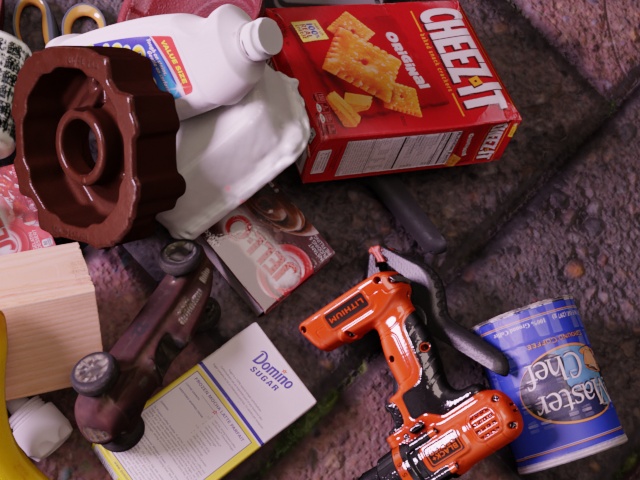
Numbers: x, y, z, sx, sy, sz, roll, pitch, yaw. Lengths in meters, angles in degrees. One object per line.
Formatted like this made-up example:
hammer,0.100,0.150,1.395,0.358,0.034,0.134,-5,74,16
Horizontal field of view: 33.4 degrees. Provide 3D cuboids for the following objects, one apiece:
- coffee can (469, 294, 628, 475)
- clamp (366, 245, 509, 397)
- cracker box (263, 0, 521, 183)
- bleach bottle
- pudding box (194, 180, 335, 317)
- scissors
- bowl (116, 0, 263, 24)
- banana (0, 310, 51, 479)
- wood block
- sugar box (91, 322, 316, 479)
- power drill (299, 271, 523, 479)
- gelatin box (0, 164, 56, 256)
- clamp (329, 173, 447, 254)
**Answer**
coffee can,0.208,0.133,0.983,0.102,0.103,0.140,-14,77,-18
clamp,0.098,0.076,0.979,0.120,0.039,0.171,-23,75,19
cracker box,0.062,-0.148,1.018,0.213,0.072,0.164,-8,59,-22
bleach bottle,-0.132,-0.151,0.901,0.067,0.251,0.102,-14,94,-48
pudding box,-0.056,0.001,0.989,0.090,0.039,0.113,-40,86,-21
scissors,-0.229,-0.144,1.002,0.096,0.016,0.202,-18,79,-19
bowl,-0.112,-0.203,1.005,0.162,0.055,0.162,-11,66,24
banana,-0.247,0.145,0.837,0.069,0.037,0.198,-31,123,-25
wood block,-0.287,0.076,0.862,0.205,0.090,0.091,-11,120,-17
sugar box,-0.100,0.159,0.926,0.176,0.048,0.093,-34,82,-25
power drill,0.059,0.136,0.941,0.185,0.057,0.188,-35,74,15
gelatin box,-0.281,-0.018,0.941,0.073,0.030,0.089,-18,78,-19
clamp,0.048,-0.079,1.040,0.210,0.036,0.164,14,62,-9
